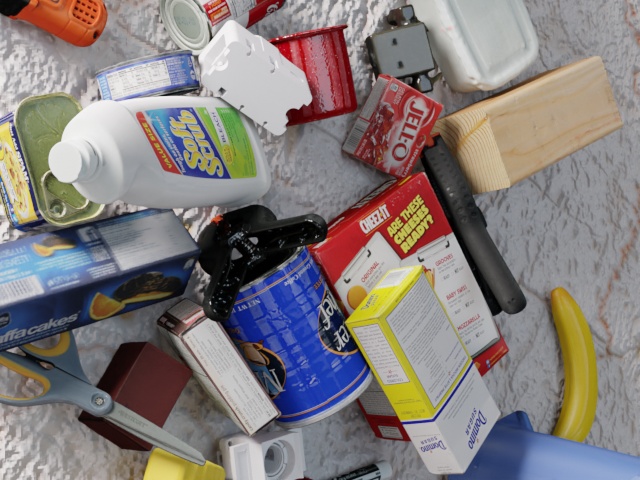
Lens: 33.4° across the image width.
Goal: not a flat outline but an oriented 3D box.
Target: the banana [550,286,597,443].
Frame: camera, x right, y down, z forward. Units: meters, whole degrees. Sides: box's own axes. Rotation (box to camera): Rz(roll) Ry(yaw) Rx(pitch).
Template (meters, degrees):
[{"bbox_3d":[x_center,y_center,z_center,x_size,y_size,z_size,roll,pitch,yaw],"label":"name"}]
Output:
[{"bbox_3d":[0.290,0.154,1.228,0.069,0.037,0.198,13,77,-36],"label":"banana"}]

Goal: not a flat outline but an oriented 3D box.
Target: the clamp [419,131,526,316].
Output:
[{"bbox_3d":[0.154,-0.012,1.098,0.036,0.164,0.210,-24,92,-2],"label":"clamp"}]

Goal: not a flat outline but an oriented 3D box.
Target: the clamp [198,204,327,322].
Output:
[{"bbox_3d":[-0.056,0.001,0.910,0.120,0.171,0.039,-31,114,0],"label":"clamp"}]

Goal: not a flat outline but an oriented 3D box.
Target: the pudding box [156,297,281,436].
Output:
[{"bbox_3d":[-0.089,0.108,0.921,0.039,0.090,0.113,-39,107,-15],"label":"pudding box"}]

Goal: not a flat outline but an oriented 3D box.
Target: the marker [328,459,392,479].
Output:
[{"bbox_3d":[0.018,0.237,1.031,0.120,0.020,0.020,-11,91,-37],"label":"marker"}]

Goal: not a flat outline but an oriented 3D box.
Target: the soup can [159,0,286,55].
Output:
[{"bbox_3d":[-0.088,-0.221,0.976,0.102,0.069,0.068,-39,107,-32],"label":"soup can"}]

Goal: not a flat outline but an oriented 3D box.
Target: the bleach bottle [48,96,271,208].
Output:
[{"bbox_3d":[-0.128,-0.064,0.859,0.250,0.068,0.102,-21,93,-66],"label":"bleach bottle"}]

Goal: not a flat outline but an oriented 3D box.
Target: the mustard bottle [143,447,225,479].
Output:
[{"bbox_3d":[-0.134,0.273,0.879,0.096,0.058,0.191,57,46,-67],"label":"mustard bottle"}]

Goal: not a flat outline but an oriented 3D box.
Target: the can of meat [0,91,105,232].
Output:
[{"bbox_3d":[-0.222,-0.059,0.849,0.057,0.084,0.102,-18,95,-36],"label":"can of meat"}]

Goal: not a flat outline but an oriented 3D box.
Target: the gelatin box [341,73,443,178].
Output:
[{"bbox_3d":[0.074,-0.115,1.086,0.073,0.030,0.089,24,97,-32],"label":"gelatin box"}]

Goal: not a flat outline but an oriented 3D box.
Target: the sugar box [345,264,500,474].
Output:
[{"bbox_3d":[0.097,0.120,0.986,0.093,0.048,0.176,-44,114,-45],"label":"sugar box"}]

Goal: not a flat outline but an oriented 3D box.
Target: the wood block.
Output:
[{"bbox_3d":[0.230,-0.127,1.183,0.205,0.091,0.090,-26,99,-35],"label":"wood block"}]

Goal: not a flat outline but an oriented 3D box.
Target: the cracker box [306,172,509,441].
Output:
[{"bbox_3d":[0.078,0.066,1.063,0.164,0.072,0.213,-36,105,-34],"label":"cracker box"}]

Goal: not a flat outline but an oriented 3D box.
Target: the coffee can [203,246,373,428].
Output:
[{"bbox_3d":[-0.028,0.083,0.963,0.102,0.103,0.140,-37,106,-33],"label":"coffee can"}]

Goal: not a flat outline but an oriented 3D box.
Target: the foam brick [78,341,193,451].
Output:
[{"bbox_3d":[-0.155,0.130,0.896,0.053,0.051,0.078,40,63,-25],"label":"foam brick"}]

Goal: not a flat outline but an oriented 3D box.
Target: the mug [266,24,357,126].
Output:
[{"bbox_3d":[-0.022,-0.152,1.008,0.117,0.093,0.081,-15,99,-20],"label":"mug"}]

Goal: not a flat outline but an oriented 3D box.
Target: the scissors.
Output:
[{"bbox_3d":[-0.179,0.111,0.854,0.201,0.016,0.096,16,59,-7],"label":"scissors"}]

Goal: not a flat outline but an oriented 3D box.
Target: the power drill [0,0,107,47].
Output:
[{"bbox_3d":[-0.241,-0.276,0.879,0.184,0.057,0.187,27,72,-35],"label":"power drill"}]

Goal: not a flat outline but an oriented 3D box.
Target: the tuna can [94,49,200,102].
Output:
[{"bbox_3d":[-0.147,-0.136,0.912,0.085,0.086,0.034,-18,97,-36],"label":"tuna can"}]

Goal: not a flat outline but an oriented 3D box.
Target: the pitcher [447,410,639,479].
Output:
[{"bbox_3d":[0.252,0.272,1.059,0.144,0.243,0.149,-24,106,-37],"label":"pitcher"}]
